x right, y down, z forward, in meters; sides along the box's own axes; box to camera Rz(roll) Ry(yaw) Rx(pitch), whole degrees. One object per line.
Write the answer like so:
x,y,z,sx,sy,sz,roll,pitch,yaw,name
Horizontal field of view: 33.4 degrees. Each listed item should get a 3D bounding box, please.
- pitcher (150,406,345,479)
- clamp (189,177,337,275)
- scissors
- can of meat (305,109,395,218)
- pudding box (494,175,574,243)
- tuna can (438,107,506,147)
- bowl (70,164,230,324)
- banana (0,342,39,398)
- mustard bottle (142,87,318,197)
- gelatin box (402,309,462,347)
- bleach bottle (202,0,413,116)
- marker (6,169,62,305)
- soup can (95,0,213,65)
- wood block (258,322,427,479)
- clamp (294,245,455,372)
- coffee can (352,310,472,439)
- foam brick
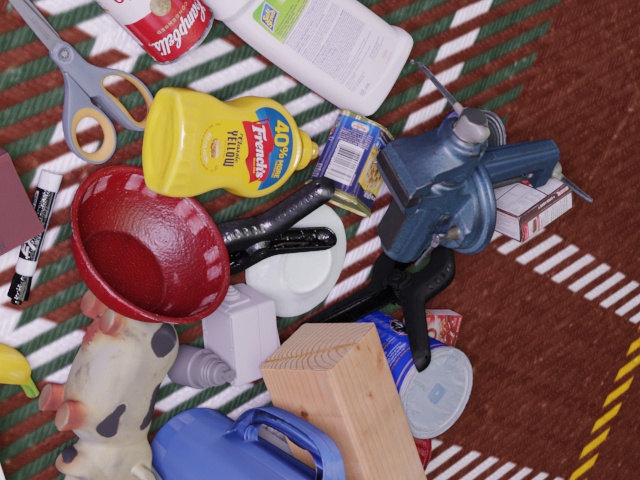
-0.064,0.242,1.016,0.149,0.243,0.145,-45,128,-17,pitcher
-0.057,0.001,1.044,0.171,0.039,0.120,-22,148,1,clamp
-0.223,-0.138,0.901,0.201,0.016,0.096,34,84,-41,scissors
0.034,-0.077,1.083,0.084,0.057,0.102,-66,162,-3,can of meat
0.218,-0.050,1.221,0.090,0.114,0.039,-34,127,-24,pudding box
0.169,-0.108,1.212,0.085,0.034,0.086,-12,111,-35,tuna can
-0.161,0.014,0.947,0.161,0.162,0.055,12,141,-41,bowl
-0.325,0.120,0.899,0.197,0.037,0.070,-5,107,-37,banana
-0.074,-0.088,1.002,0.191,0.058,0.096,-2,103,-46,mustard bottle
0.126,0.126,1.267,0.073,0.030,0.089,4,103,-39,gelatin box
-0.025,-0.216,1.001,0.250,0.068,0.102,31,85,-39,bleach bottle
-0.249,-0.002,0.928,0.020,0.020,0.121,11,99,-41,marker
-0.148,-0.207,0.901,0.068,0.069,0.102,-54,130,-10,soup can
0.028,0.194,1.071,0.090,0.091,0.206,-40,118,-46,wood block
0.092,0.057,1.146,0.209,0.165,0.036,-46,132,-29,clamp
0.081,0.141,1.163,0.102,0.141,0.103,-14,115,-34,coffee can
-0.272,-0.033,0.876,0.053,0.051,0.078,-33,124,-24,foam brick
